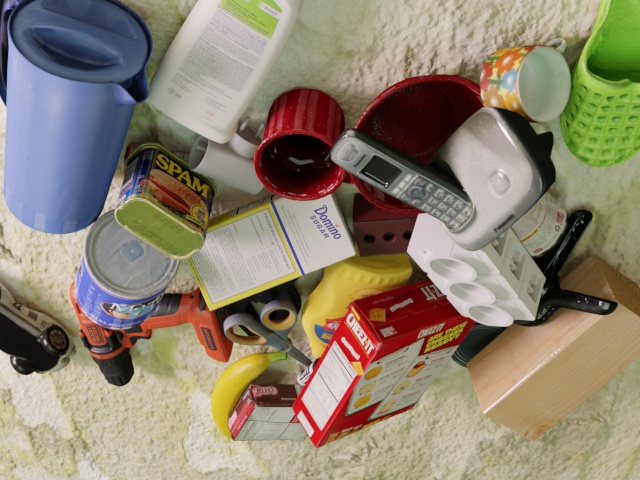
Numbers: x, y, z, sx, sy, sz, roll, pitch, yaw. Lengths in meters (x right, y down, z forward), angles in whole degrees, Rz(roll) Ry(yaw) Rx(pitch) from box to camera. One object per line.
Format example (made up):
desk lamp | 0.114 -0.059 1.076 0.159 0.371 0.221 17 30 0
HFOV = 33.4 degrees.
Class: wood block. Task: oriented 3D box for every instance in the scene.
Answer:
wood block | 0.281 0.126 1.240 0.090 0.090 0.206 30 118 -28

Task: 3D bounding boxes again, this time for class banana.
banana | -0.111 0.207 1.428 0.069 0.037 0.198 20 133 -13

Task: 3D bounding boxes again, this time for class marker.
marker | -0.010 0.166 1.353 0.020 0.020 0.121 14 162 -8

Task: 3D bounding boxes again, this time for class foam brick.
foam brick | 0.077 -0.020 1.178 0.078 0.051 0.053 -5 133 11

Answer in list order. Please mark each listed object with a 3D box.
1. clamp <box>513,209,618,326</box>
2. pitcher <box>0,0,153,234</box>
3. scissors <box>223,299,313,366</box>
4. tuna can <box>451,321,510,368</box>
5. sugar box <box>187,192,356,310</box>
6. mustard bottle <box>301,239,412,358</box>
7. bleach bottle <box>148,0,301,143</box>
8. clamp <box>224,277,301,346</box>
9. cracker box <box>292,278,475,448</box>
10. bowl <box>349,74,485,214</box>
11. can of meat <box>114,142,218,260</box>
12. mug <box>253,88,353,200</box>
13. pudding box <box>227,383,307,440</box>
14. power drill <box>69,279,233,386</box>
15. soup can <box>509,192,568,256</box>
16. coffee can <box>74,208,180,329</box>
clamp | 0.258 0.056 1.196 0.039 0.120 0.172 11 142 -32
pitcher | -0.261 -0.126 1.070 0.144 0.149 0.243 4 140 -19
scissors | -0.035 0.117 1.312 0.096 0.016 0.201 -35 144 26
tuna can | 0.199 0.120 1.313 0.086 0.033 0.086 3 134 3
sugar box | -0.058 0.002 1.174 0.176 0.048 0.093 -21 105 5
mustard bottle | 0.030 0.080 1.273 0.096 0.058 0.192 3 139 -24
bleach bottle | -0.064 -0.208 1.004 0.102 0.068 0.251 28 128 -19
clamp | -0.079 0.050 1.271 0.164 0.036 0.210 8 137 -5
cracker box | 0.075 0.141 1.270 0.163 0.072 0.214 -14 146 -36
bowl | 0.100 -0.107 1.072 0.162 0.055 0.162 -7 128 -9
can of meat | -0.162 -0.040 1.117 0.102 0.084 0.058 35 128 -26
mug | -0.007 -0.097 1.091 0.117 0.081 0.093 22 132 -15
pudding box | -0.056 0.229 1.422 0.113 0.039 0.090 6 138 -26
power drill | -0.207 0.117 1.336 0.188 0.057 0.184 -3 134 9
soup can | 0.206 -0.035 1.138 0.102 0.068 0.069 32 129 -24
coffee can | -0.218 0.033 1.192 0.102 0.102 0.140 17 157 -11
